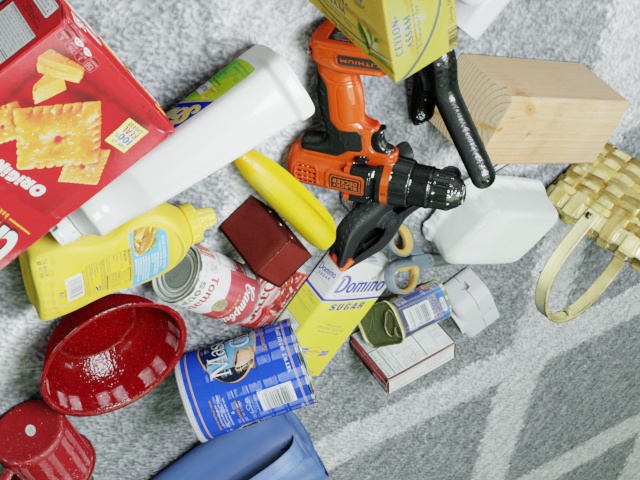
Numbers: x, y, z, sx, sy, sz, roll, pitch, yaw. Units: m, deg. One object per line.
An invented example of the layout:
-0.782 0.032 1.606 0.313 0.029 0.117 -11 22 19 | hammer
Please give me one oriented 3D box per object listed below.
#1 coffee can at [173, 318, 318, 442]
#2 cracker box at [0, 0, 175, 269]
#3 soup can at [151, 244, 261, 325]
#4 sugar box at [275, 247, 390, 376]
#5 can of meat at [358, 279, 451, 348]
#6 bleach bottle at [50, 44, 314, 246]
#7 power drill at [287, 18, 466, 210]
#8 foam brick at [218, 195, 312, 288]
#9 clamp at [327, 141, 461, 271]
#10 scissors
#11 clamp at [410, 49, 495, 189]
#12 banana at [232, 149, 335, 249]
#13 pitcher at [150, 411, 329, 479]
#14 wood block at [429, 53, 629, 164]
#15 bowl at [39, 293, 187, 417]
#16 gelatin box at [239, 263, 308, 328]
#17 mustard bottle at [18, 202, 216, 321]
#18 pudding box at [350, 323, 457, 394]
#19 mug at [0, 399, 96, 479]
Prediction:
-0.084 0.158 1.215 0.140 0.103 0.103 -19 143 -1 | coffee can
-0.248 -0.082 0.858 0.213 0.072 0.164 -39 144 1 | cracker box
-0.119 0.044 1.118 0.068 0.069 0.102 -48 143 12 | soup can
0.008 0.085 1.295 0.093 0.048 0.176 14 121 -48 | sugar box
0.106 0.092 1.352 0.083 0.057 0.102 -22 180 -27 | can of meat
-0.131 -0.075 0.945 0.251 0.103 0.068 -36 116 -4 | bleach bottle
0.056 -0.114 1.029 0.057 0.184 0.188 -65 162 -47 | power drill
-0.057 0.001 1.117 0.051 0.078 0.053 -46 147 8 | foam brick
0.079 -0.033 1.172 0.120 0.039 0.172 12 128 -42 | clamp
0.125 0.009 1.330 0.201 0.016 0.096 -29 108 -57 | scissors
0.116 -0.157 1.047 0.036 0.165 0.210 -26 134 -8 | clamp
-0.029 -0.035 1.106 0.037 0.070 0.197 -58 146 -11 | banana
-0.120 0.308 1.352 0.243 0.145 0.149 -33 140 -3 | pitcher
0.238 -0.146 1.206 0.205 0.091 0.090 -5 133 -39 | wood block
-0.222 0.108 1.105 0.162 0.055 0.162 -24 142 -20 | bowl
-0.067 0.058 1.211 0.073 0.030 0.089 17 117 -49 | gelatin box
-0.188 0.007 1.022 0.191 0.058 0.096 -21 143 -23 | mustard bottle
0.109 0.140 1.407 0.113 0.090 0.039 -27 143 -17 | pudding box
-0.303 0.232 1.134 0.117 0.093 0.081 -55 148 -30 | mug
